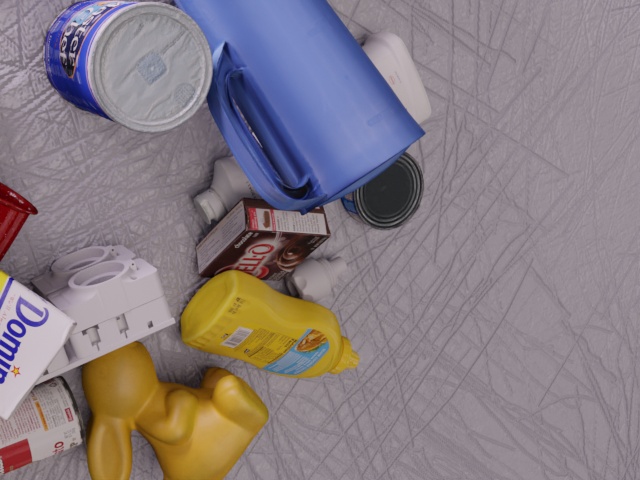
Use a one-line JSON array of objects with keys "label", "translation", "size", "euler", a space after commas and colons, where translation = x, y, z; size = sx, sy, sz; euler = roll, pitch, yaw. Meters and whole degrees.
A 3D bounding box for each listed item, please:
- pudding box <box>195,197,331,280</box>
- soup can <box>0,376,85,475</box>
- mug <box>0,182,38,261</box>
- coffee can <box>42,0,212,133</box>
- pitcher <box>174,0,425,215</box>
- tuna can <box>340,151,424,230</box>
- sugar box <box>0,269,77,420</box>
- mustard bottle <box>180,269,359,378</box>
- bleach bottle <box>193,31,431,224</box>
[{"label": "pudding box", "translation": [-0.057, 0.001, 1.018], "size": [0.089, 0.114, 0.039], "euler": [3, 62, -30]}, {"label": "soup can", "translation": [-0.272, 0.170, 0.962], "size": [0.102, 0.069, 0.068], "euler": [-19, 111, -25]}, {"label": "mug", "translation": [-0.304, -0.017, 0.881], "size": [0.117, 0.093, 0.081], "euler": [31, 92, -45]}, {"label": "coffee can", "translation": [-0.165, -0.150, 0.896], "size": [0.102, 0.140, 0.103], "euler": [-8, 107, -28]}, {"label": "pitcher", "translation": [-0.031, -0.148, 0.937], "size": [0.145, 0.149, 0.243], "euler": [-34, 93, 6]}, {"label": "tuna can", "translation": [0.064, -0.055, 1.113], "size": [0.086, 0.034, 0.086], "euler": [-8, 107, -28]}, {"label": "sugar box", "translation": [-0.287, 0.052, 0.825], "size": [0.176, 0.048, 0.093], "euler": [35, 82, -8]}, {"label": "mustard bottle", "translation": [-0.037, 0.094, 1.068], "size": [0.191, 0.058, 0.096], "euler": [24, 128, -33]}, {"label": "bleach bottle", "translation": [-0.015, -0.100, 1.041], "size": [0.250, 0.068, 0.102], "euler": [-33, 113, -15]}]
